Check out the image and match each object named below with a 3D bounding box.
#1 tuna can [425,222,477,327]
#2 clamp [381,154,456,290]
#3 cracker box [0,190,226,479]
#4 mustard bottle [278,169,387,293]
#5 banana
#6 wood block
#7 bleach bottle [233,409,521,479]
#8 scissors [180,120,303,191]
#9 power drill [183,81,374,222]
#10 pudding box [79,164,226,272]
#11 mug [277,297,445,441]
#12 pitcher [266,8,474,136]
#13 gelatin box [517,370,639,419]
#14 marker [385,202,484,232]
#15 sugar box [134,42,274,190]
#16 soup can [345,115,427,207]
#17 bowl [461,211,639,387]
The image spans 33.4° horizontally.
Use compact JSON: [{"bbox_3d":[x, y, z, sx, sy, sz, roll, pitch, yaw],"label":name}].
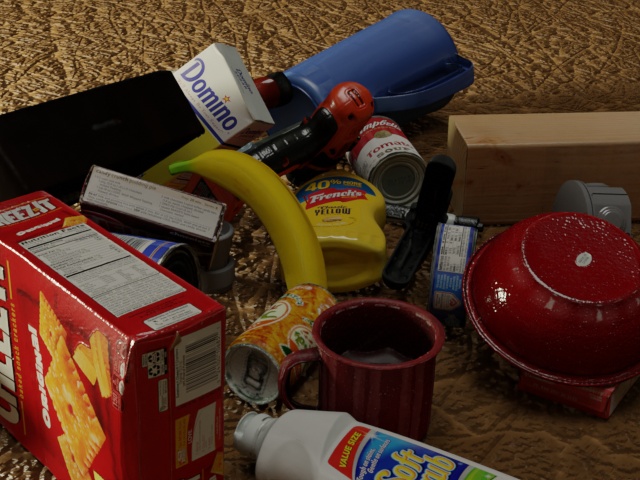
[{"bbox_3d":[0.110,0.029,0.891,0.034,0.086,0.086,7,28,9],"label":"tuna can"},{"bbox_3d":[0.090,-0.008,0.961,0.039,0.120,0.171,29,-2,11],"label":"clamp"},{"bbox_3d":[-0.151,0.082,0.696,0.071,0.164,0.214,-20,34,-38],"label":"cracker box"},{"bbox_3d":[0.015,-0.020,1.015,0.096,0.058,0.191,-3,26,5],"label":"mustard bottle"},{"bbox_3d":[-0.045,-0.014,0.914,0.198,0.070,0.037,48,10,17],"label":"banana"},{"bbox_3d":[0.239,-0.075,1.093,0.206,0.090,0.091,-2,27,-4],"label":"wood block"},{"bbox_3d":[0.045,0.164,0.655,0.251,0.068,0.102,17,31,33],"label":"bleach bottle"},{"bbox_3d":[-0.083,-0.082,1.104,0.202,0.016,0.096,-19,28,8],"label":"scissors"},{"bbox_3d":[-0.047,-0.071,1.047,0.187,0.185,0.057,-34,82,-28],"label":"power drill"},{"bbox_3d":[-0.137,-0.016,0.867,0.113,0.039,0.090,15,-18,-5],"label":"pudding box"},{"bbox_3d":[0.028,0.099,0.756,0.117,0.081,0.093,-5,28,-11],"label":"mug"},{"bbox_3d":[0.054,-0.176,1.247,0.242,0.149,0.145,-32,80,-41],"label":"pitcher"},{"bbox_3d":[0.204,0.095,0.825,0.073,0.030,0.089,18,31,30],"label":"gelatin box"},{"bbox_3d":[0.103,-0.023,1.063,0.121,0.020,0.020,10,29,18],"label":"marker"},{"bbox_3d":[-0.139,-0.107,1.045,0.176,0.093,0.048,-34,-15,24],"label":"sugar box"},{"bbox_3d":[0.069,-0.082,1.127,0.068,0.068,0.102,-5,28,-11],"label":"soup can"},{"bbox_3d":[0.191,0.030,0.805,0.162,0.055,0.162,3,48,-3],"label":"bowl"}]
